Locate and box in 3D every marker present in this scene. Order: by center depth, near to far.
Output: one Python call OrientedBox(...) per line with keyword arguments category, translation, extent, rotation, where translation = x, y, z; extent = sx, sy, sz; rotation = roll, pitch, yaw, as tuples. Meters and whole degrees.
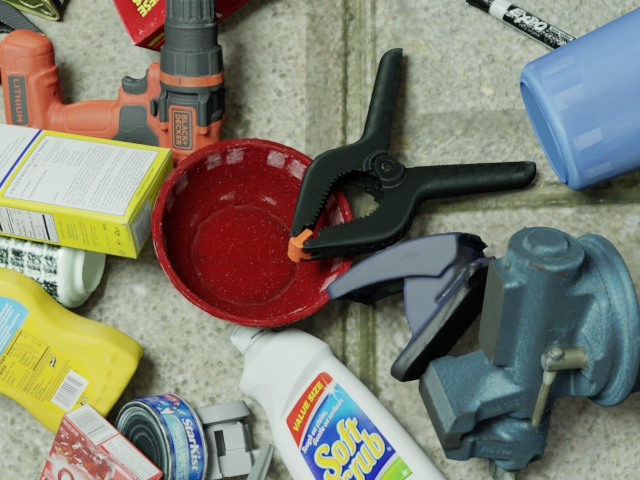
OrientedBox(category="marker", translation=(0.173, -0.182, 0.895), extent=(0.121, 0.020, 0.020), rotation=(33, 84, 14))

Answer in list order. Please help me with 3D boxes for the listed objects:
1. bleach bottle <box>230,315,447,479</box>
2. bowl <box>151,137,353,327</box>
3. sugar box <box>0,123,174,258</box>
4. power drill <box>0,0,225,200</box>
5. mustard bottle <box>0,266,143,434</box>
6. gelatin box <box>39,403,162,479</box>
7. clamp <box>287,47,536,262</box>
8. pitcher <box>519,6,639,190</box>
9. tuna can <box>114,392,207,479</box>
OrientedBox(category="bleach bottle", translation=(0.013, 0.163, 0.818), extent=(0.102, 0.068, 0.251), rotation=(-42, 72, -3))
OrientedBox(category="bowl", translation=(-0.056, 0.001, 0.853), extent=(0.162, 0.055, 0.162), rotation=(5, 65, -11))
OrientedBox(category="sugar box", translation=(-0.214, -0.043, 0.847), extent=(0.176, 0.048, 0.093), rotation=(8, 44, 13))
OrientedBox(category="power drill", translation=(-0.169, -0.129, 0.880), extent=(0.188, 0.057, 0.184), rotation=(8, 112, 15))
OrientedBox(category="mustard bottle", translation=(-0.243, 0.076, 0.840), extent=(0.191, 0.058, 0.096), rotation=(33, 109, -9))
OrientedBox(category="gelatin box", translation=(-0.168, 0.181, 0.810), extent=(0.089, 0.030, 0.073), rotation=(37, 120, 21))
OrientedBox(category="clamp", translation=(0.061, -0.047, 0.847), extent=(0.165, 0.036, 0.209), rotation=(37, 65, 14))
OrientedBox(category="pitcher", translation=(0.283, -0.127, 0.804), extent=(0.243, 0.149, 0.145), rotation=(-23, 74, 6))
OrientedBox(category="tuna can", translation=(-0.126, 0.163, 0.827), extent=(0.086, 0.033, 0.086), rotation=(6, 97, 48))
